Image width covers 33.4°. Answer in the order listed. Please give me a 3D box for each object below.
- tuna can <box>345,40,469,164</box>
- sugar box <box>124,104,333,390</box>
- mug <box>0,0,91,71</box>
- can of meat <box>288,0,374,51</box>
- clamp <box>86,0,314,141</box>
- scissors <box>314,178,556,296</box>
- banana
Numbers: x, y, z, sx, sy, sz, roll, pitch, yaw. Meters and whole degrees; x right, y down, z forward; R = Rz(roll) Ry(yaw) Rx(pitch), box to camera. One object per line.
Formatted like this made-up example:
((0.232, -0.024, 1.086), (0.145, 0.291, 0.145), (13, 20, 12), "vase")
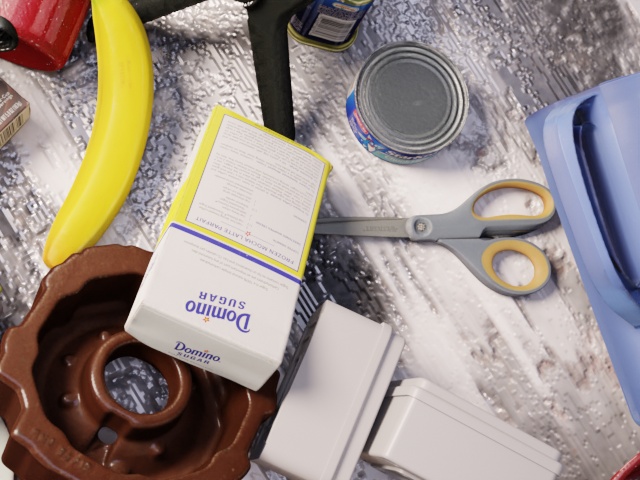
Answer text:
((0.062, -0.099, 0.776), (0.086, 0.034, 0.086), (3, 78, -12), "tuna can")
((-0.055, 0.001, 0.685), (0.093, 0.048, 0.176), (25, 50, -12), "sugar box")
((-0.197, -0.168, 0.694), (0.093, 0.117, 0.081), (16, 79, 17), "mug")
((0.015, -0.198, 0.760), (0.057, 0.084, 0.102), (14, 76, -10), "can of meat")
((-0.042, -0.162, 0.704), (0.164, 0.210, 0.036), (37, 32, -9), "clamp")
((0.083, 0.008, 0.768), (0.201, 0.016, 0.096), (-15, 82, -15), "scissors")
((-0.145, -0.077, 0.708), (0.069, 0.037, 0.198), (1, 99, -35), "banana")
